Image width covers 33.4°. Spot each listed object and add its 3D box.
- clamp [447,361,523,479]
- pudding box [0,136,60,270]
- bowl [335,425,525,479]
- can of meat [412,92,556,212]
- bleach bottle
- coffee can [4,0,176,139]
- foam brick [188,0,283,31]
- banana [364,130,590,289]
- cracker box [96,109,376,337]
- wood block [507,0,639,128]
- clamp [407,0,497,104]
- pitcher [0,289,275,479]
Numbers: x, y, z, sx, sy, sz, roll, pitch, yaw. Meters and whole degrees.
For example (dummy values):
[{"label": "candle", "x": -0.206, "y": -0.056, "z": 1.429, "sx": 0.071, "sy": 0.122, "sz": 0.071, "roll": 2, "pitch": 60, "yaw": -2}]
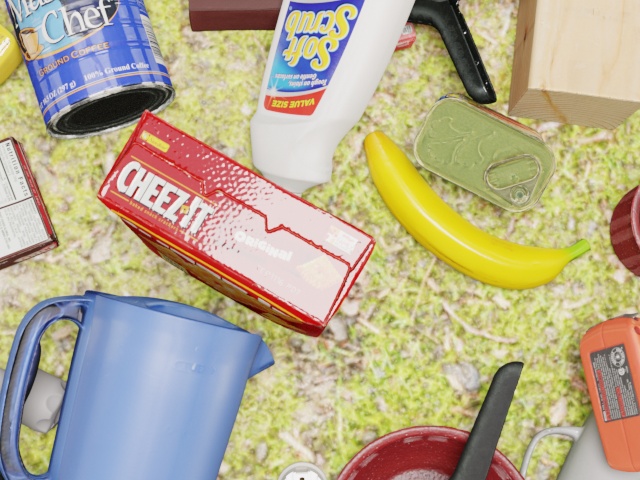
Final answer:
[{"label": "clamp", "x": 0.112, "y": 0.209, "z": 0.744, "sx": 0.210, "sy": 0.036, "sz": 0.165, "roll": -40, "pitch": 73, "yaw": -1}, {"label": "pudding box", "x": -0.271, "y": -0.019, "z": 0.829, "sx": 0.113, "sy": 0.039, "sz": 0.090, "roll": -21, "pitch": 84, "yaw": -5}, {"label": "bowl", "x": 0.080, "y": 0.218, "z": 0.798, "sx": 0.162, "sy": 0.055, "sz": 0.162, "roll": 0, "pitch": 83, "yaw": -1}, {"label": "can of meat", "x": 0.124, "y": -0.071, "z": 0.813, "sx": 0.102, "sy": 0.084, "sz": 0.057, "roll": 27, "pitch": 106, "yaw": 2}, {"label": "bleach bottle", "x": 0.010, "y": -0.136, "z": 0.802, "sx": 0.103, "sy": 0.067, "sz": 0.251, "roll": 27, "pitch": 108, "yaw": 30}, {"label": "coffee can", "x": -0.181, "y": -0.161, "z": 0.815, "sx": 0.103, "sy": 0.103, "sz": 0.140, "roll": -19, "pitch": 84, "yaw": -3}, {"label": "foam brick", "x": -0.066, "y": -0.199, "z": 0.847, "sx": 0.078, "sy": 0.051, "sz": 0.053, "roll": -1, "pitch": 83, "yaw": -1}, {"label": "banana", "x": 0.110, "y": -0.013, "z": 0.838, "sx": 0.198, "sy": 0.037, "sz": 0.069, "roll": 29, "pitch": 66, "yaw": 1}, {"label": "cracker box", "x": -0.055, "y": 0.001, "z": 0.742, "sx": 0.164, "sy": 0.214, "sz": 0.072, "roll": 29, "pitch": 83, "yaw": 2}, {"label": "wood block", "x": 0.207, "y": -0.201, "z": 0.833, "sx": 0.090, "sy": 0.091, "sz": 0.206, "roll": 7, "pitch": 83, "yaw": 1}, {"label": "clamp", "x": 0.095, "y": -0.181, "z": 0.803, "sx": 0.172, "sy": 0.039, "sz": 0.120, "roll": 29, "pitch": 93, "yaw": 29}, {"label": "pitcher", "x": -0.144, "y": 0.159, "z": 0.765, "sx": 0.149, "sy": 0.144, "sz": 0.243, "roll": 13, "pitch": 86, "yaw": 21}]
